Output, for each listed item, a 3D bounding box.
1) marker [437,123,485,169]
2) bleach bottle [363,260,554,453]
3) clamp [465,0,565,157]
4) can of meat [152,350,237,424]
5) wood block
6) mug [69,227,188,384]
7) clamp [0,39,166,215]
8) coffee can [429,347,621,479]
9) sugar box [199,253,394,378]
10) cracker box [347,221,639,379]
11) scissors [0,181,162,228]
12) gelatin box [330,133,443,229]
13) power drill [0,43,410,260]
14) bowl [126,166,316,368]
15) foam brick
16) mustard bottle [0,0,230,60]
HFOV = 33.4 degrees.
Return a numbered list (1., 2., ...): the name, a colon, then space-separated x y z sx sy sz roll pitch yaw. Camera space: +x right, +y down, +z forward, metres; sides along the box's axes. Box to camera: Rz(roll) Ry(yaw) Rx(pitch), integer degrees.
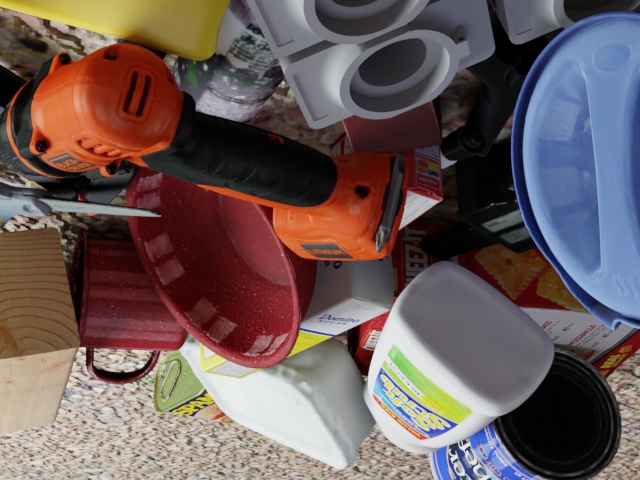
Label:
1. marker: 0.064 -0.048 0.660 0.020 0.020 0.121 13 164 -23
2. bleach bottle: 0.082 0.105 0.752 0.103 0.068 0.251 41 159 14
3. clamp: 0.110 -0.094 0.584 0.120 0.039 0.171 -14 145 30
4. can of meat: -0.096 0.133 1.003 0.083 0.057 0.102 17 148 -33
5. wood block: -0.241 0.077 0.798 0.090 0.091 0.206 -7 159 -21
6. mug: -0.142 0.052 0.794 0.081 0.117 0.093 5 -170 -18
7. clamp: -0.147 -0.073 0.624 0.165 0.036 0.210 4 155 11
8. coffee can: 0.154 0.154 0.828 0.102 0.103 0.140 7 153 -11
9. sugar box: -0.022 0.031 0.763 0.048 0.093 0.177 17 149 -38
10. cracker box: 0.138 0.054 0.827 0.213 0.072 0.164 5 153 -7
11. scissors: -0.199 -0.035 0.679 0.202 0.016 0.096 -4 147 40
12. gelatin box: 0.038 -0.041 0.647 0.030 0.073 0.089 15 149 -25
13. power drill: -0.064 -0.038 0.544 0.187 0.057 0.185 16 172 -28
14. bowl: -0.055 0.001 0.695 0.055 0.162 0.162 -32 174 -37
15. foam brick: 0.035 -0.089 0.580 0.053 0.051 0.078 -6 152 11
16. mustard bottle: -0.136 -0.132 0.459 0.191 0.096 0.058 12 121 -18
